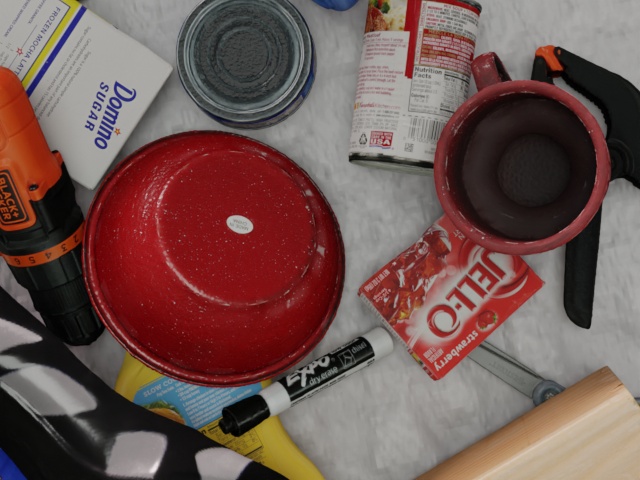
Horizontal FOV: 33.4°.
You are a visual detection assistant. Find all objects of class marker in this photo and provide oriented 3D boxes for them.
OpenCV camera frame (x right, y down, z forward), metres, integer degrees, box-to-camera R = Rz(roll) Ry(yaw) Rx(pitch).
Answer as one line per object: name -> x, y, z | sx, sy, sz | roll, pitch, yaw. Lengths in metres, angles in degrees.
marker -> -0.008, 0.084, 0.633 | 0.120, 0.020, 0.020 | -25, 88, -29

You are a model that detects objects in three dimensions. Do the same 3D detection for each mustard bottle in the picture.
mustard bottle -> -0.070, 0.108, 0.645 | 0.096, 0.058, 0.191 | -27, 88, -8

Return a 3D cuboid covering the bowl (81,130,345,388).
bowl -> -0.054, 0.001, 0.616 | 0.162, 0.055, 0.162 | 6, 71, -16

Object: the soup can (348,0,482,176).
soup can -> 0.056, -0.093, 0.637 | 0.068, 0.068, 0.102 | 8, 90, 2

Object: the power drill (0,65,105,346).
power drill -> -0.232, -0.004, 0.636 | 0.188, 0.057, 0.184 | -10, 119, 9

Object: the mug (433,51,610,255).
mug -> 0.114, -0.051, 0.602 | 0.093, 0.081, 0.117 | -26, 83, 20

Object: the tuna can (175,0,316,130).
tuna can -> -0.046, -0.112, 0.658 | 0.086, 0.034, 0.086 | 0, 90, 3

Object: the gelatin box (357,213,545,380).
gelatin box -> 0.079, 0.029, 0.646 | 0.089, 0.030, 0.073 | -40, 83, -7

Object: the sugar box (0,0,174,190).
sugar box -> -0.186, -0.116, 0.636 | 0.176, 0.048, 0.093 | 34, 93, -18

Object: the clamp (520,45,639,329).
clamp -> 0.183, -0.043, 0.645 | 0.120, 0.039, 0.171 | -18, 89, 1

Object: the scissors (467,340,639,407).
scissors -> 0.142, 0.117, 0.658 | 0.202, 0.016, 0.096 | 17, 91, 3
